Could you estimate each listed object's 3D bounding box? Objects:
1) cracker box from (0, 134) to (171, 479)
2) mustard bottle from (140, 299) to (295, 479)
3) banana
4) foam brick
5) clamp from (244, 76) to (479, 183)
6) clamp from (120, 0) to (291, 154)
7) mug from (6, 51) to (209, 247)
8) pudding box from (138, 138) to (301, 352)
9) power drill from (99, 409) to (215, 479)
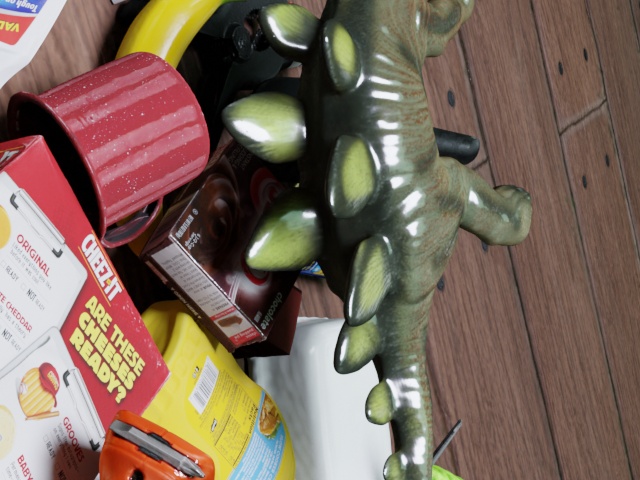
[{"bbox_3d":[-0.180,0.074,0.520,0.213,0.072,0.164,-58,133,-48],"label":"cracker box"},{"bbox_3d":[-0.065,0.132,0.705,0.191,0.058,0.096,56,39,-36],"label":"mustard bottle"},{"bbox_3d":[-0.104,-0.091,0.684,0.069,0.037,0.198,22,81,-18],"label":"banana"},{"bbox_3d":[-0.058,0.045,0.744,0.078,0.053,0.051,39,52,-47],"label":"foam brick"},{"bbox_3d":[0.018,-0.085,0.786,0.164,0.036,0.209,42,44,10],"label":"clamp"},{"bbox_3d":[-0.076,-0.146,0.772,0.171,0.039,0.120,-57,135,-44],"label":"clamp"},{"bbox_3d":[-0.117,-0.047,0.615,0.081,0.093,0.117,-32,136,-31],"label":"mug"},{"bbox_3d":[-0.055,0.001,0.680,0.090,0.039,0.113,48,42,-19],"label":"pudding box"},{"bbox_3d":[-0.120,0.187,0.510,0.187,0.057,0.184,-60,173,-30],"label":"power drill"}]
